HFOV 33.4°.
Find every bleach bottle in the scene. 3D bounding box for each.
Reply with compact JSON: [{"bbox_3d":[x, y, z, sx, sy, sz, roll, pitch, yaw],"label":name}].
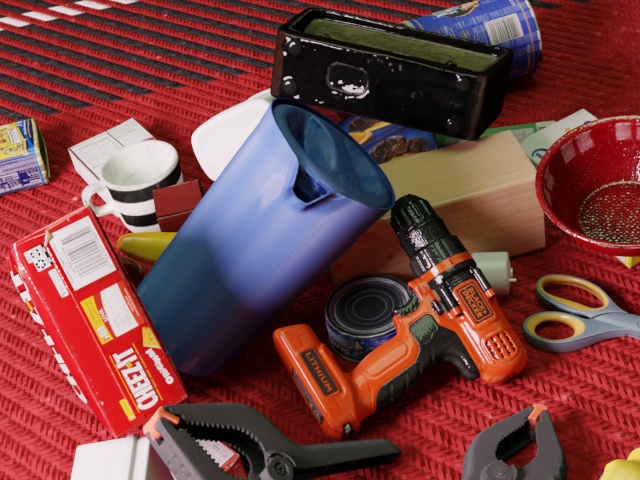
[{"bbox_3d":[-0.059,-0.133,1.173,0.103,0.068,0.250,-22,12,17],"label":"bleach bottle"}]

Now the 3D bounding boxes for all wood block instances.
[{"bbox_3d":[0.103,-0.024,1.031,0.206,0.090,0.091,-15,39,-2],"label":"wood block"}]

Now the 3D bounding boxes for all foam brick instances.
[{"bbox_3d":[-0.136,-0.013,1.093,0.053,0.078,0.051,-14,39,-5],"label":"foam brick"}]

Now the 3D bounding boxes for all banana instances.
[{"bbox_3d":[-0.098,-0.008,1.053,0.197,0.069,0.037,-21,23,-4],"label":"banana"}]

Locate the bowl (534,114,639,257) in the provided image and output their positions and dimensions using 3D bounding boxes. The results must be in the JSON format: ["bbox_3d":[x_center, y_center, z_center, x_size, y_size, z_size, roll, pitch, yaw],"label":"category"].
[{"bbox_3d":[0.276,-0.039,0.957,0.162,0.055,0.162,-8,48,9],"label":"bowl"}]

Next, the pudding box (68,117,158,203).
[{"bbox_3d":[-0.230,-0.091,1.245,0.090,0.039,0.114,-30,40,-19],"label":"pudding box"}]

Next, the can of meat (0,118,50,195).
[{"bbox_3d":[-0.373,-0.099,1.278,0.084,0.057,0.102,-16,40,-7],"label":"can of meat"}]

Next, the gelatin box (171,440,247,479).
[{"bbox_3d":[-0.093,0.181,0.851,0.089,0.073,0.030,26,53,38],"label":"gelatin box"}]

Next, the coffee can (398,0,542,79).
[{"bbox_3d":[0.172,-0.224,1.241,0.140,0.103,0.103,-18,39,-7],"label":"coffee can"}]

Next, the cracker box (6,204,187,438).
[{"bbox_3d":[-0.191,0.066,0.875,0.072,0.164,0.214,-28,5,-17],"label":"cracker box"}]

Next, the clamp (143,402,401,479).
[{"bbox_3d":[-0.033,0.185,0.781,0.209,0.036,0.164,25,41,-17],"label":"clamp"}]

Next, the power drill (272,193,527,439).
[{"bbox_3d":[0.057,0.068,0.908,0.187,0.057,0.184,-27,71,-11],"label":"power drill"}]

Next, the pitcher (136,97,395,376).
[{"bbox_3d":[-0.056,0.001,0.939,0.243,0.149,0.145,-47,51,23],"label":"pitcher"}]

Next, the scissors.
[{"bbox_3d":[0.261,0.085,0.915,0.096,0.016,0.202,-39,46,-26],"label":"scissors"}]

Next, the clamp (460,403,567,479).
[{"bbox_3d":[0.127,0.189,0.809,0.120,0.039,0.171,11,38,20],"label":"clamp"}]

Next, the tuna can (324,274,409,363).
[{"bbox_3d":[0.047,0.070,0.976,0.086,0.034,0.086,-8,39,6],"label":"tuna can"}]
